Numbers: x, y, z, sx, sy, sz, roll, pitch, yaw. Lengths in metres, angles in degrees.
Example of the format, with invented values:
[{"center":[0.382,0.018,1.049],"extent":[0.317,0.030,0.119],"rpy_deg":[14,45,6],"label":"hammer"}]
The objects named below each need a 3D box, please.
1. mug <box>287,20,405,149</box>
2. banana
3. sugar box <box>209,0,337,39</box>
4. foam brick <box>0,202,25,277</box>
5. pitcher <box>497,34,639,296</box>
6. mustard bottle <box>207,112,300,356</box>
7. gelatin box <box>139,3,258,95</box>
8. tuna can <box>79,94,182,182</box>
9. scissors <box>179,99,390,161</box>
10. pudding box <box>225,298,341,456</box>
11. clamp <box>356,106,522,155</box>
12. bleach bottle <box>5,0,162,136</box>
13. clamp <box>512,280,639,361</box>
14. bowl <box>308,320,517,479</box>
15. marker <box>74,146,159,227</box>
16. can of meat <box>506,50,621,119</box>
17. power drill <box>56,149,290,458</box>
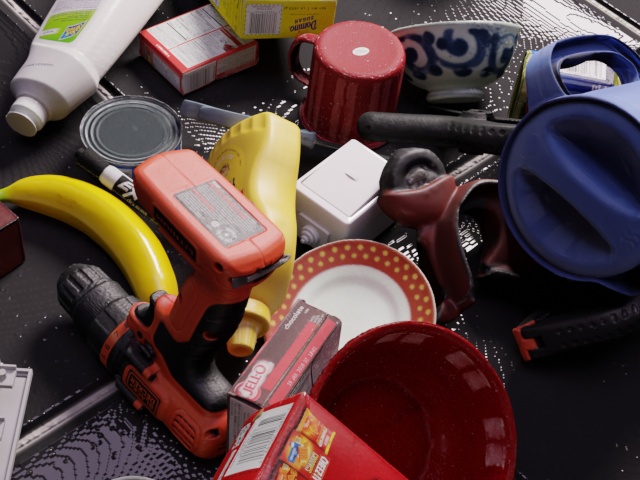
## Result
[{"center":[0.021,-0.146,0.954],"extent":[0.117,0.081,0.093],"rpy_deg":[33,53,20],"label":"mug"},{"center":[-0.174,-0.003,0.839],"extent":[0.198,0.037,0.069],"rpy_deg":[30,70,19],"label":"banana"},{"center":[-0.061,-0.244,1.020],"extent":[0.093,0.048,0.176],"rpy_deg":[-4,31,-22],"label":"sugar box"},{"center":[-0.272,-0.009,0.817],"extent":[0.078,0.053,0.051],"rpy_deg":[36,55,23],"label":"foam brick"},{"center":[0.249,-0.073,0.817],"extent":[0.145,0.149,0.242],"rpy_deg":[29,33,31],"label":"pitcher"},{"center":[-0.056,0.001,0.809],"extent":[0.058,0.096,0.191],"rpy_deg":[25,48,-30],"label":"mustard bottle"},{"center":[-0.114,-0.180,1.001],"extent":[0.089,0.030,0.073],"rpy_deg":[-29,57,-28],"label":"gelatin box"},{"center":[-0.160,-0.083,0.908],"extent":[0.086,0.034,0.086],"rpy_deg":[4,49,-4],"label":"tuna can"},{"center":[-0.021,-0.088,0.897],"extent":[0.201,0.016,0.096],"rpy_deg":[14,5,-2],"label":"scissors"},{"center":[-0.026,0.107,0.709],"extent":[0.039,0.113,0.090],"rpy_deg":[25,50,18],"label":"pudding box"},{"center":[0.118,-0.090,0.887],"extent":[0.120,0.039,0.172],"rpy_deg":[-17,21,-42],"label":"clamp"},{"center":[-0.214,-0.191,0.968],"extent":[0.103,0.068,0.250],"rpy_deg":[-2,47,35],"label":"bleach bottle"},{"center":[0.244,0.034,0.827],"extent":[0.210,0.036,0.164],"rpy_deg":[-23,12,1],"label":"clamp"},{"center":[0.049,0.135,0.706],"extent":[0.161,0.055,0.162],"rpy_deg":[3,82,-25],"label":"bowl"},{"center":[-0.148,-0.035,0.858],"extent":[0.121,0.020,0.020],"rpy_deg":[37,53,4],"label":"marker"},{"center":[0.211,-0.115,0.941],"extent":[0.084,0.102,0.057],"rpy_deg":[11,49,5],"label":"can of meat"},{"center":[-0.104,0.033,0.717],"extent":[0.184,0.188,0.057],"rpy_deg":[41,44,21],"label":"power drill"}]
